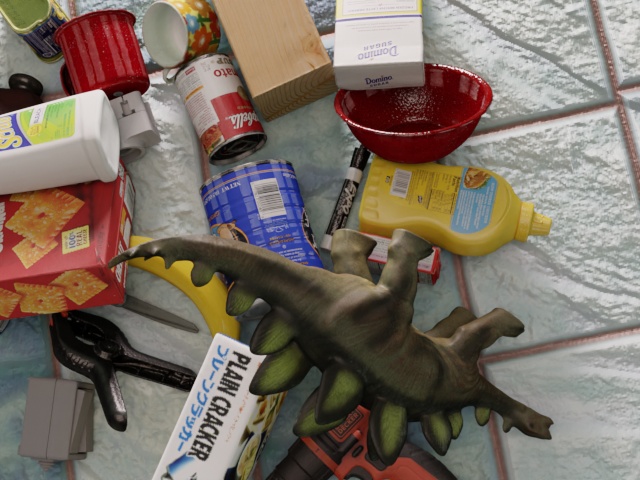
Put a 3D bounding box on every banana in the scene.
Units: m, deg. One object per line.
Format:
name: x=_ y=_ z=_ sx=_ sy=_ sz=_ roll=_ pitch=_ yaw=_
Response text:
banana: x=-0.144 y=0.050 z=1.122 sx=0.069 sy=0.037 sz=0.198 roll=-38 pitch=70 yaw=-19

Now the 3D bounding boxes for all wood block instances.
wood block: x=-0.063 y=-0.247 z=1.150 sx=0.091 sy=0.090 sz=0.206 roll=-24 pitch=78 yaw=2

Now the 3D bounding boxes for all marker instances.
marker: x=0.027 y=-0.045 z=1.135 sx=0.020 sy=0.020 sz=0.121 roll=18 pitch=81 yaw=10

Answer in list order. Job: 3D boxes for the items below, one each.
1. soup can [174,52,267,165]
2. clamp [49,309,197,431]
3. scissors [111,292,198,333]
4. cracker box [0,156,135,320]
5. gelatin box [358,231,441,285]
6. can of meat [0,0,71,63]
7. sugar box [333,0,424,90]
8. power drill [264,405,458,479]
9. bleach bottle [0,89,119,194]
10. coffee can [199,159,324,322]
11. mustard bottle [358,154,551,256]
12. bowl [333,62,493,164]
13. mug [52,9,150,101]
soup can: x=-0.108 y=-0.141 z=1.146 sx=0.068 sy=0.068 sz=0.102 roll=-25 pitch=77 yaw=2
clamp: x=-0.222 y=0.128 z=1.094 sx=0.171 sy=0.120 sz=0.039 roll=28 pitch=115 yaw=15
scissors: x=-0.222 y=0.042 z=1.151 sx=0.202 sy=0.016 sz=0.096 roll=6 pitch=80 yaw=8
cracker box: x=-0.308 y=-0.002 z=1.108 sx=0.214 sy=0.072 sz=0.164 roll=-8 pitch=47 yaw=5
gelatin box: x=0.078 y=0.018 z=1.088 sx=0.089 sy=0.073 sz=0.030 roll=11 pitch=80 yaw=10
can of meat: x=-0.325 y=-0.259 z=1.189 sx=0.057 sy=0.084 sz=0.102 roll=-38 pitch=77 yaw=-1
sugar box: x=0.063 y=-0.239 z=1.128 sx=0.093 sy=0.048 sz=0.176 roll=-1 pitch=61 yaw=8
power drill: x=0.057 y=0.246 z=1.054 sx=0.188 sy=0.057 sz=0.184 roll=43 pitch=87 yaw=13
bleach bottle: x=-0.337 y=-0.084 z=1.099 sx=0.251 sy=0.068 sz=0.102 roll=-13 pitch=44 yaw=4
coffee can: x=-0.057 y=0.001 z=1.093 sx=0.103 sy=0.103 sz=0.140 roll=-18 pitch=77 yaw=3
mustard bottle: x=0.140 y=-0.033 z=1.095 sx=0.192 sy=0.058 sz=0.096 roll=12 pitch=59 yaw=9
bowl: x=0.096 y=-0.125 z=1.099 sx=0.162 sy=0.055 sz=0.162 roll=-4 pitch=34 yaw=3
mug: x=-0.244 y=-0.190 z=1.169 sx=0.117 sy=0.093 sz=0.081 roll=-24 pitch=80 yaw=33
